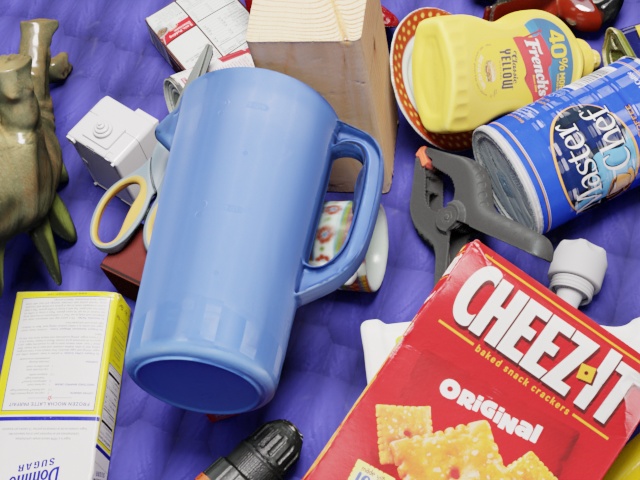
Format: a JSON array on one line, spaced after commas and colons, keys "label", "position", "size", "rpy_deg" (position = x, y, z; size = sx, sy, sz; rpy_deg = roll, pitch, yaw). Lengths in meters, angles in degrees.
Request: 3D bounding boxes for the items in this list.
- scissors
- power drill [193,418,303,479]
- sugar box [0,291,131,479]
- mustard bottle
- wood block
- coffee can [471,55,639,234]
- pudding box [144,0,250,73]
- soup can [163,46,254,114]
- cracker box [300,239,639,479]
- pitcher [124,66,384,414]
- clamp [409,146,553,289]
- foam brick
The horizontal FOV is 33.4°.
[{"label": "scissors", "position": [-0.116, -0.066, 0.900], "size": [0.096, 0.016, 0.201], "rpy_deg": [32, 81, 17]}, {"label": "power drill", "position": [-0.037, 0.243, 0.767], "size": [0.184, 0.057, 0.188], "rpy_deg": [-45, 60, -11]}, {"label": "sugar box", "position": [-0.214, 0.128, 0.870], "size": [0.093, 0.048, 0.176], "rpy_deg": [-1, 64, 9]}, {"label": "mustard bottle", "position": [0.169, -0.149, 0.922], "size": [0.191, 0.096, 0.058], "rpy_deg": [-11, 10, -32]}, {"label": "wood block", "position": [0.008, -0.132, 0.885], "size": [0.090, 0.206, 0.091], "rpy_deg": [2, 60, 11]}, {"label": "coffee can", "position": [0.211, -0.076, 0.877], "size": [0.140, 0.103, 0.103], "rpy_deg": [-26, 59, -6]}, {"label": "pudding box", "position": [-0.106, -0.196, 1.041], "size": [0.090, 0.039, 0.114], "rpy_deg": [-34, 62, -10]}, {"label": "soup can", "position": [-0.083, -0.134, 0.971], "size": [0.102, 0.068, 0.068], "rpy_deg": [-25, 58, -19]}, {"label": "cracker box", "position": [0.109, 0.132, 0.736], "size": [0.164, 0.072, 0.213], "rpy_deg": [35, 87, 4]}, {"label": "pitcher", "position": [-0.055, 0.001, 0.794], "size": [0.149, 0.144, 0.242], "rpy_deg": [-26, 43, 44]}, {"label": "clamp", "position": [0.111, -0.004, 0.880], "size": [0.120, 0.039, 0.171], "rpy_deg": [-45, 42, 18]}, {"label": "foam brick", "position": [-0.136, 0.028, 0.909], "size": [0.078, 0.053, 0.051], "rpy_deg": [24, 67, 20]}]
